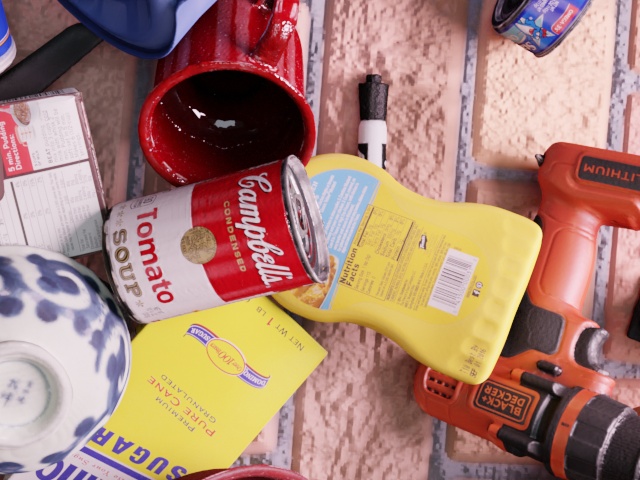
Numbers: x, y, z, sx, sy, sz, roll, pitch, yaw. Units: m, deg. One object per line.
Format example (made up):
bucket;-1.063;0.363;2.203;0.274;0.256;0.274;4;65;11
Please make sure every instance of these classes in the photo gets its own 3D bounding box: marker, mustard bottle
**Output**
marker;0.031;-0.040;0.647;0.020;0.020;0.121;1;91;-12
mustard bottle;0.020;0.004;0.605;0.192;0.058;0.096;21;88;13

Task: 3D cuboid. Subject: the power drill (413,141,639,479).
power drill;0.161;0.044;0.610;0.057;0.185;0.187;38;74;-52

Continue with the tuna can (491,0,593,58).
tuna can;0.138;-0.154;0.631;0.033;0.086;0.086;28;86;-10

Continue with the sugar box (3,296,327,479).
sugar box;-0.089;0.100;0.613;0.093;0.048;0.176;41;82;-10

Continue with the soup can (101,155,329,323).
soup can;-0.054;0.001;0.556;0.102;0.068;0.068;-14;95;12

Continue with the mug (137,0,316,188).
mug;-0.044;-0.090;0.576;0.093;0.081;0.117;18;131;-19

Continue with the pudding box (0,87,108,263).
pudding box;-0.172;-0.026;0.560;0.113;0.039;0.090;-13;102;-12
